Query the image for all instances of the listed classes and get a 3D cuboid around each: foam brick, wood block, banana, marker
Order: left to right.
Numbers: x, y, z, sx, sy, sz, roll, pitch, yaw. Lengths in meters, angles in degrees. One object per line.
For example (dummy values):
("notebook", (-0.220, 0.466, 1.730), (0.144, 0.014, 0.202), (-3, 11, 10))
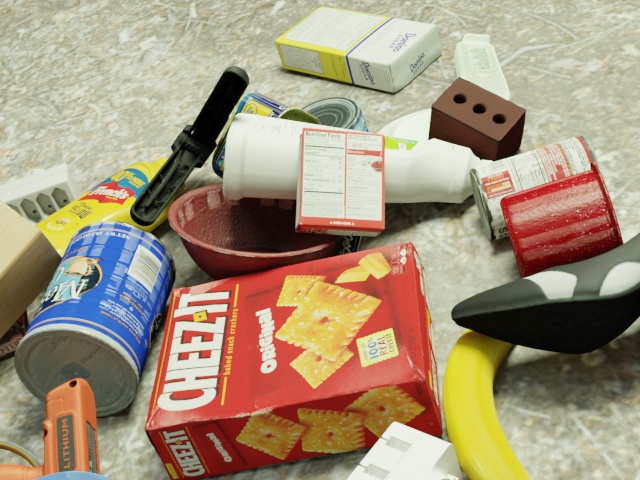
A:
("wood block", (-0.333, 0.060, 0.931), (0.091, 0.090, 0.206), (35, 75, 14))
("marker", (0.024, 0.012, 0.965), (0.020, 0.020, 0.121), (-5, 38, 18))
("foam brick", (0.149, -0.109, 1.022), (0.078, 0.051, 0.053), (30, 57, 21))
("banana", (0.122, 0.118, 0.769), (0.070, 0.037, 0.197), (-7, 38, 16))

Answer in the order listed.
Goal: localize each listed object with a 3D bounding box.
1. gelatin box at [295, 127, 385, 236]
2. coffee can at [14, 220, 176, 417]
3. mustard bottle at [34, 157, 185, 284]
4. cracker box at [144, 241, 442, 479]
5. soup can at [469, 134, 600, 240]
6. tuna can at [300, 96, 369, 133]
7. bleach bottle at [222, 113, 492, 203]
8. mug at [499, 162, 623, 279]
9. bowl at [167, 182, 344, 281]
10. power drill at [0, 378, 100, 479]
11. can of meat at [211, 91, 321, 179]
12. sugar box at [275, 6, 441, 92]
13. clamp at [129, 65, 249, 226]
("gelatin box", (0.017, -0.050, 0.915), (0.073, 0.030, 0.089), (3, 76, -8))
("coffee can", (-0.190, 0.065, 0.917), (0.103, 0.103, 0.140), (-7, 37, 15))
("mustard bottle", (-0.208, -0.028, 1.085), (0.191, 0.058, 0.096), (-38, 35, -25))
("cracker box", (-0.019, 0.090, 0.837), (0.214, 0.072, 0.164), (-11, 36, 11))
("soup can", (0.188, -0.045, 0.928), (0.102, 0.068, 0.068), (-16, 36, 3))
("tuna can", (0.006, -0.113, 1.119), (0.086, 0.033, 0.086), (-15, 38, 11))
("bleach bottle", (0.041, -0.067, 0.979), (0.251, 0.068, 0.102), (6, 22, 0))
("mug", (0.196, 0.004, 0.856), (0.081, 0.093, 0.117), (-17, 72, 10))
("bowl", (-0.056, 0.001, 0.959), (0.162, 0.055, 0.162), (3, 25, -2))
("power drill", (-0.264, 0.156, 0.802), (0.187, 0.057, 0.184), (-10, 70, -2))
("can of meat", (-0.058, -0.093, 1.078), (0.084, 0.057, 0.102), (32, 97, 50))
("sugar box", (0.043, -0.225, 1.244), (0.176, 0.048, 0.093), (22, 52, 37))
("clamp", (-0.116, -0.098, 1.021), (0.164, 0.036, 0.210), (-53, 7, 9))
